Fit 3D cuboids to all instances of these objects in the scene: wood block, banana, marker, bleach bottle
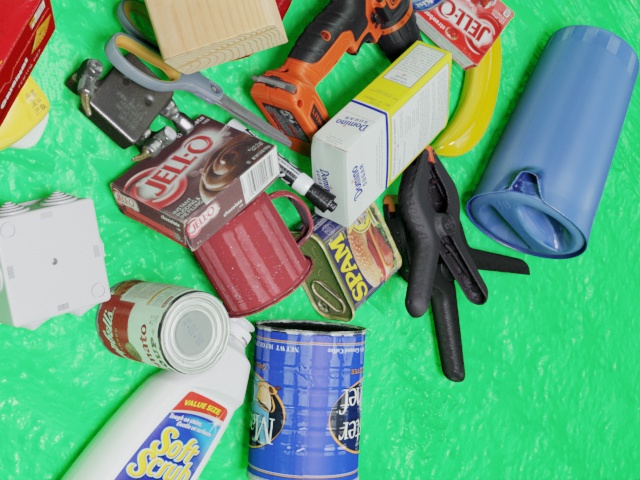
[{"bbox_3d":[-0.102,-0.245,0.826,0.091,0.090,0.206,-17,91,5],"label":"wood block"},{"bbox_3d":[0.160,-0.167,1.128,0.069,0.037,0.198,25,77,-38],"label":"banana"},{"bbox_3d":[-0.035,-0.065,0.943,0.121,0.020,0.020,38,64,6],"label":"marker"},{"bbox_3d":[-0.137,0.163,0.893,0.102,0.068,0.250,48,62,-32],"label":"bleach bottle"}]

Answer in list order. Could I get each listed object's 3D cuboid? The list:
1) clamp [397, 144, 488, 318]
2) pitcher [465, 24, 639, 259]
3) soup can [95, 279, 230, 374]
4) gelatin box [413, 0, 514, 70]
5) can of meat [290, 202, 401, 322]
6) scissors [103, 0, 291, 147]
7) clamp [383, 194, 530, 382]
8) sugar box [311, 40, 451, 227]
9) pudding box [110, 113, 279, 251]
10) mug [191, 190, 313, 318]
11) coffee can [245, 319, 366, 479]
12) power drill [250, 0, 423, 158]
[{"bbox_3d":[0.120,-0.007,1.061,0.120,0.039,0.171,9,76,-51],"label":"clamp"},{"bbox_3d":[0.262,-0.105,1.170,0.145,0.149,0.242,33,68,-20],"label":"pitcher"},{"bbox_3d":[-0.128,0.069,0.866,0.068,0.102,0.068,-3,95,-39],"label":"soup can"},{"bbox_3d":[0.144,-0.231,1.092,0.089,0.030,0.073,39,77,-12],"label":"gelatin box"},{"bbox_3d":[0.023,0.012,1.016,0.083,0.058,0.102,-42,118,-33],"label":"can of meat"},{"bbox_3d":[-0.103,-0.144,0.908,0.201,0.016,0.096,16,49,-48],"label":"scissors"},{"bbox_3d":[0.138,0.022,1.122,0.164,0.036,0.210,-47,117,-28],"label":"clamp"},{"bbox_3d":[0.058,-0.101,0.989,0.176,0.048,0.093,-42,146,-34],"label":"sugar box"},{"bbox_3d":[-0.102,-0.050,0.885,0.113,0.090,0.039,-42,142,-31],"label":"pudding box"},{"bbox_3d":[-0.056,0.001,0.928,0.117,0.093,0.081,-37,111,-21],"label":"mug"},{"bbox_3d":[-0.013,0.146,0.966,0.102,0.103,0.140,3,91,-39],"label":"coffee can"},{"bbox_3d":[0.023,-0.170,0.988,0.187,0.057,0.184,-61,145,-15],"label":"power drill"}]
